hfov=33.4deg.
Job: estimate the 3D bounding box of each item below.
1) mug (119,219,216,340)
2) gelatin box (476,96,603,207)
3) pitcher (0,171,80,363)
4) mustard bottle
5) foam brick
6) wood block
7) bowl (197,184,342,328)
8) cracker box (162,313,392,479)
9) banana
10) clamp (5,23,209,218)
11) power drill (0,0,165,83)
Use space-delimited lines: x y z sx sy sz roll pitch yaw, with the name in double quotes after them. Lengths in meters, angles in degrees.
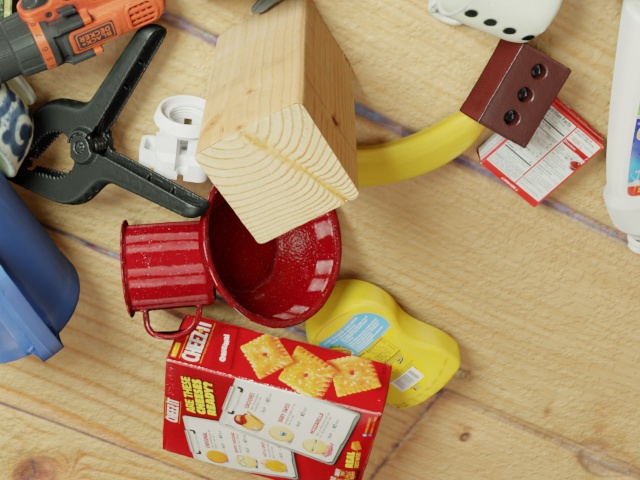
-0.141 0.035 1.006 0.081 0.117 0.093 -4 168 -3 "mug"
0.199 -0.084 0.966 0.073 0.030 0.089 36 118 -20 "gelatin box"
-0.306 -0.003 0.917 0.149 0.145 0.243 -1 143 14 "pitcher"
0.043 0.092 1.072 0.191 0.058 0.096 36 124 -22 "mustard bottle"
0.165 -0.128 0.909 0.053 0.051 0.078 26 101 -18 "foam brick"
-0.030 -0.104 0.846 0.090 0.206 0.090 -25 121 16 "wood block"
-0.056 0.001 0.975 0.055 0.162 0.162 -10 132 47 "bowl"
-0.048 0.170 1.086 0.214 0.072 0.164 14 136 4 "cracker box"
0.056 -0.082 0.964 0.198 0.037 0.069 -3 124 2 "banana"
-0.192 -0.075 0.931 0.210 0.036 0.164 -19 89 29 "clamp"
-0.218 -0.206 0.798 0.184 0.057 0.187 -27 148 -12 "power drill"
